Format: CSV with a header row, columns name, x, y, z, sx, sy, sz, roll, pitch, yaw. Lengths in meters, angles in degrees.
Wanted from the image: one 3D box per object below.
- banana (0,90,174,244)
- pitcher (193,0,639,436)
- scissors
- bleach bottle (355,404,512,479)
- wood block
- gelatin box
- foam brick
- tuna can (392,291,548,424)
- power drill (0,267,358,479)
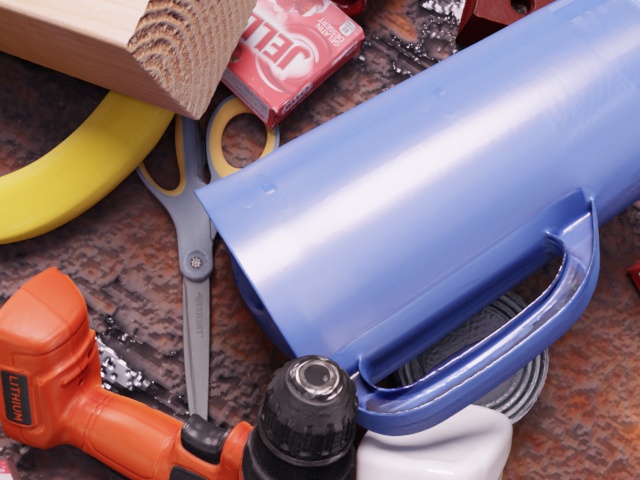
name,x,y,z,sx,sy,sz,roll,pitch,yaw
banana,-0.139,-0.050,0.585,0.198,0.037,0.069,-30,102,3
pitcher,0.072,-0.020,0.540,0.243,0.145,0.149,-31,94,-4
scissors,-0.054,0.001,0.610,0.096,0.016,0.202,-16,85,-6
bleach bottle,0.051,0.217,0.551,0.068,0.102,0.251,7,102,21
wood block,-0.145,-0.145,0.546,0.206,0.090,0.091,21,81,21
gelatin box,-0.032,-0.120,0.610,0.089,0.030,0.073,44,74,8
foam brick,0.117,-0.151,0.623,0.053,0.051,0.078,16,83,-3
tuna can,0.083,0.066,0.605,0.086,0.034,0.086,1,84,-5
power drill,-0.071,0.088,0.517,0.188,0.184,0.057,28,47,16
